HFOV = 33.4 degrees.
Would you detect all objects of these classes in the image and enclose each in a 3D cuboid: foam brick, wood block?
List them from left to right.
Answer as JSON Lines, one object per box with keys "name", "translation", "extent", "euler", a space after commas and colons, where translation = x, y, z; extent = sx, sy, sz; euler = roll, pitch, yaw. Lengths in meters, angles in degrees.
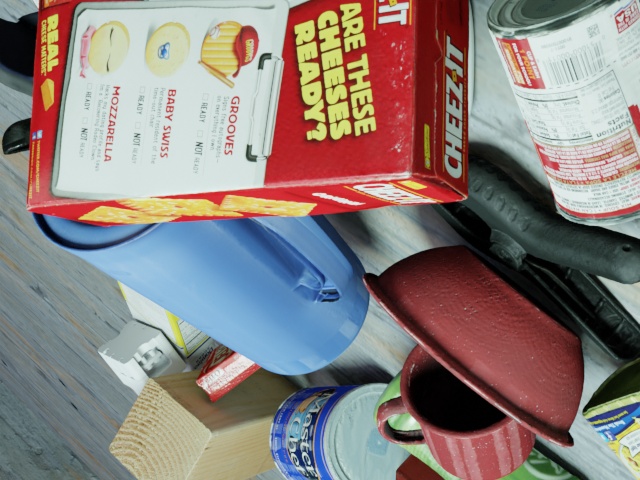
{"name": "wood block", "translation": [-0.104, 0.190, 1.090], "extent": [0.090, 0.091, 0.205], "euler": [36, -165, 23]}
{"name": "foam brick", "translation": [0.107, 0.193, 0.890], "extent": [0.051, 0.078, 0.053], "euler": [36, 154, 30]}

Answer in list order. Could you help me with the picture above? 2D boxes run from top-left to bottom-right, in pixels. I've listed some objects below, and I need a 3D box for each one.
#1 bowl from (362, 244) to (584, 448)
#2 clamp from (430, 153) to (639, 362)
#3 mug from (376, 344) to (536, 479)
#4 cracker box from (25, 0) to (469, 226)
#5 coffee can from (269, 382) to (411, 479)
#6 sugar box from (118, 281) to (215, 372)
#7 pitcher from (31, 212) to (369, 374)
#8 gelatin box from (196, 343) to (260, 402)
{"name": "bowl", "translation": [0.104, 0.052, 0.646], "extent": [0.162, 0.055, 0.162], "euler": [37, -173, -6]}
{"name": "clamp", "translation": [0.120, -0.005, 0.606], "extent": [0.171, 0.039, 0.120], "euler": [37, 159, 19]}
{"name": "mug", "translation": [0.098, 0.122, 0.759], "extent": [0.081, 0.117, 0.093], "euler": [68, -172, -48]}
{"name": "cracker box", "translation": [-0.038, -0.095, 0.508], "extent": [0.214, 0.164, 0.072], "euler": [-3, 172, 30]}
{"name": "coffee can", "translation": [0.024, 0.185, 0.987], "extent": [0.103, 0.102, 0.140], "euler": [52, 157, -8]}
{"name": "sugar box", "translation": [-0.160, 0.059, 1.079], "extent": [0.093, 0.048, 0.176], "euler": [37, 158, 25]}
{"name": "pitcher", "translation": [-0.055, 0.001, 0.687], "extent": [0.242, 0.145, 0.149], "euler": [44, -158, -50]}
{"name": "gelatin box", "translation": [-0.081, 0.114, 1.052], "extent": [0.030, 0.073, 0.089], "euler": [52, -168, -8]}
